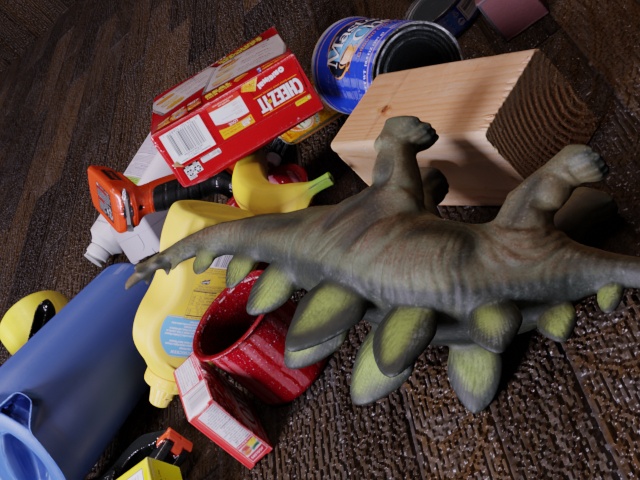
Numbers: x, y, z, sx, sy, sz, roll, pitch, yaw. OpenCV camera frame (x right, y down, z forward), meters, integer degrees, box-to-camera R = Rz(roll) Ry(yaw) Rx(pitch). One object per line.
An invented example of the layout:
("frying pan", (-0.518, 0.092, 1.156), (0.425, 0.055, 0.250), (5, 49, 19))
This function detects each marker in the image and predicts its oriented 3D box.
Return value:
("marker", (-0.038, -0.130, 1.257), (0.020, 0.020, 0.121), (-18, 38, 44))

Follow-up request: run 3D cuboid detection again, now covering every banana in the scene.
("banana", (-0.050, -0.051, 1.022), (0.069, 0.037, 0.198), (-33, 25, -14))

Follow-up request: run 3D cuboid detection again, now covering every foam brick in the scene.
("foam brick", (0.185, -0.244, 1.051), (0.053, 0.051, 0.078), (-34, 29, 26))

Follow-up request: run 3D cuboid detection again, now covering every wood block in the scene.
("wood block", (0.115, -0.089, 0.897), (0.206, 0.090, 0.090), (5, 57, 57))

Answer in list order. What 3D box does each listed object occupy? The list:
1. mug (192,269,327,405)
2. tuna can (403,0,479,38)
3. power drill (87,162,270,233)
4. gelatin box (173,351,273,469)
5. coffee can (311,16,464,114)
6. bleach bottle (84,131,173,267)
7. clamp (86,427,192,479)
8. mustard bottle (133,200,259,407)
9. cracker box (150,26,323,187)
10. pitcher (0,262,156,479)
("mug", (-0.040, 0.076, 0.902), (0.117, 0.081, 0.093), (-54, 27, -13))
("tuna can", (0.132, -0.247, 1.152), (0.086, 0.033, 0.086), (-35, 28, 22))
("power drill", (-0.165, -0.074, 1.218), (0.187, 0.057, 0.185), (-17, 26, -22))
("gelatin box", (-0.082, 0.139, 0.886), (0.030, 0.073, 0.089), (-44, 26, 3))
("coffee can", (0.065, -0.170, 1.067), (0.103, 0.102, 0.140), (-50, 27, -7))
("bleach bottle", (-0.233, -0.075, 1.422), (0.250, 0.068, 0.103), (-57, 28, -15))
("clamp", (-0.181, 0.232, 0.943), (0.172, 0.039, 0.120), (-41, 33, 27))
("mustard bottle", (-0.116, 0.062, 0.952), (0.058, 0.096, 0.192), (33, 108, 42))
("cracker box", (-0.093, -0.146, 1.132), (0.164, 0.072, 0.214), (-30, 19, 3))
("pitcher", (-0.234, 0.139, 1.032), (0.149, 0.145, 0.242), (-12, 28, 37))
